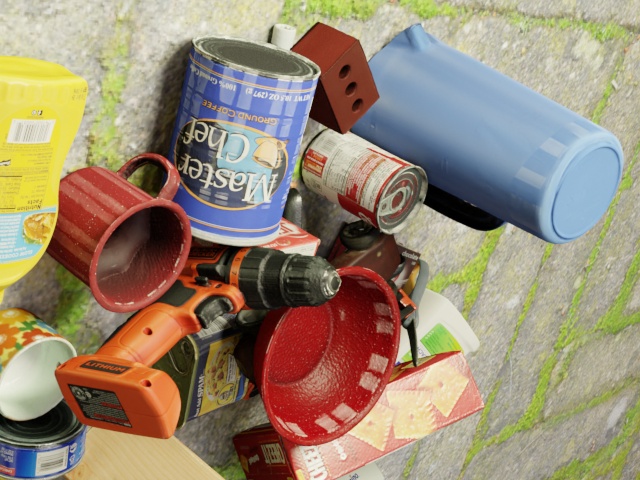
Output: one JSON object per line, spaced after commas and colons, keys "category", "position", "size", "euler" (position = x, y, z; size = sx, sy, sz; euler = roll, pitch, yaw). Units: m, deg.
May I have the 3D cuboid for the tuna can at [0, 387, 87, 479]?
{"category": "tuna can", "position": [-0.226, 0.149, 0.834], "size": [0.085, 0.086, 0.034], "euler": [-15, 125, -45]}

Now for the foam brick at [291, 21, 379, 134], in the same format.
{"category": "foam brick", "position": [0.009, -0.142, 0.937], "size": [0.053, 0.051, 0.078], "euler": [-48, 145, -15]}

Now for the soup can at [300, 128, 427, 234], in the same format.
{"category": "soup can", "position": [0.039, -0.058, 0.994], "size": [0.068, 0.102, 0.068], "euler": [-31, 137, -34]}

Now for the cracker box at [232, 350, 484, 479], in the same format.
{"category": "cracker box", "position": [0.034, 0.186, 1.091], "size": [0.213, 0.072, 0.164], "euler": [-19, 175, -24]}

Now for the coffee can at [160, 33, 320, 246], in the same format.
{"category": "coffee can", "position": [-0.066, -0.080, 0.844], "size": [0.102, 0.103, 0.140], "euler": [-10, 123, -48]}

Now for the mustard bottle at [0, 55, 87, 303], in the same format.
{"category": "mustard bottle", "position": [-0.223, -0.028, 0.726], "size": [0.096, 0.058, 0.192], "euler": [-7, 121, -51]}

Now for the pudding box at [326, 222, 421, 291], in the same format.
{"category": "pudding box", "position": [0.048, 0.036, 1.133], "size": [0.113, 0.039, 0.090], "euler": [17, 103, -55]}

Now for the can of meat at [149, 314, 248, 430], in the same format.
{"category": "can of meat", "position": [-0.109, 0.113, 0.980], "size": [0.083, 0.058, 0.102], "euler": [-17, 128, -47]}

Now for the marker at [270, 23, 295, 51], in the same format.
{"category": "marker", "position": [-0.042, -0.125, 0.914], "size": [0.020, 0.020, 0.121], "euler": [-14, 126, -46]}

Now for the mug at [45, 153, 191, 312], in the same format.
{"category": "mug", "position": [-0.152, -0.015, 0.804], "size": [0.117, 0.082, 0.093], "euler": [-58, 146, -1]}

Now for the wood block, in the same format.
{"category": "wood block", "position": [-0.122, 0.238, 0.925], "size": [0.090, 0.206, 0.090], "euler": [-47, 144, -17]}

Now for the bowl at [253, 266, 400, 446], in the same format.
{"category": "bowl", "position": [-0.004, 0.094, 0.926], "size": [0.161, 0.055, 0.162], "euler": [-17, 116, -39]}

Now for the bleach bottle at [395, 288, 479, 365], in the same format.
{"category": "bleach bottle", "position": [0.072, 0.177, 1.243], "size": [0.250, 0.068, 0.102], "euler": [-47, 124, -14]}

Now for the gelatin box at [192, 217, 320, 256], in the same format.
{"category": "gelatin box", "position": [-0.056, 0.001, 0.945], "size": [0.089, 0.073, 0.030], "euler": [-12, 125, -47]}

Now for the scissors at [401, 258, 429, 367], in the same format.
{"category": "scissors", "position": [0.086, 0.094, 1.143], "size": [0.096, 0.016, 0.201], "euler": [-54, -168, 35]}

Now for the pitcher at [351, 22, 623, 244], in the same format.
{"category": "pitcher", "position": [0.152, -0.085, 0.989], "size": [0.149, 0.243, 0.145], "euler": [27, 96, -50]}

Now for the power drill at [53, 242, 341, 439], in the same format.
{"category": "power drill", "position": [-0.097, 0.069, 0.819], "size": [0.187, 0.185, 0.057], "euler": [-49, 129, -43]}
